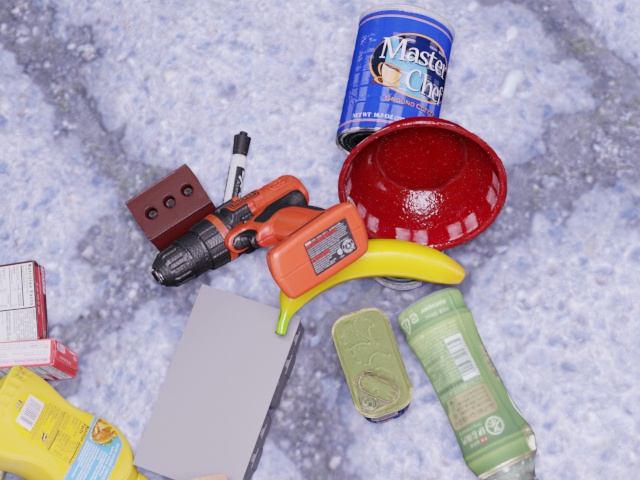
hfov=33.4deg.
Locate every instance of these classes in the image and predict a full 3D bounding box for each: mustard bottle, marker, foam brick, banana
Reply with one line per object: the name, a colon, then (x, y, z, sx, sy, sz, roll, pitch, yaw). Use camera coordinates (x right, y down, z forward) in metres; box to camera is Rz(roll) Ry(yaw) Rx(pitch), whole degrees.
mustard bottle: (-0.239, 0.208, 1.029, 0.191, 0.058, 0.096, 36, 40, -15)
marker: (-0.092, -0.060, 1.138, 0.020, 0.020, 0.121, 7, 75, 7)
foam brick: (-0.154, -0.033, 1.120, 0.078, 0.051, 0.053, -34, 74, -5)
banana: (0.041, 0.033, 1.044, 0.197, 0.037, 0.069, -16, 95, -7)

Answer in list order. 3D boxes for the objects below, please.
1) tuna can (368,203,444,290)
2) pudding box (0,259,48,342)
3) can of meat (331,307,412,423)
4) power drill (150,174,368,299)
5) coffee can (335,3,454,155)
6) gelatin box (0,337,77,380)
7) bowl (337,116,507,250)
tuna can: (0.084, 0.007, 1.094, 0.086, 0.034, 0.086, -2, 74, 5)
pudding box: (-0.343, 0.074, 1.114, 0.113, 0.039, 0.090, -8, 72, 1)
can of meat: (0.051, 0.125, 1.037, 0.057, 0.084, 0.102, -19, 73, -1)
power drill: (-0.057, 0.001, 1.030, 0.184, 0.188, 0.057, -34, 117, -22)
coffee can: (0.078, -0.158, 1.107, 0.103, 0.103, 0.140, 9, 75, 8)
gelatin box: (-0.298, 0.121, 1.077, 0.089, 0.073, 0.030, -5, 72, 4)
bowl: (0.098, -0.065, 1.035, 0.162, 0.162, 0.055, 0, 43, 5)
